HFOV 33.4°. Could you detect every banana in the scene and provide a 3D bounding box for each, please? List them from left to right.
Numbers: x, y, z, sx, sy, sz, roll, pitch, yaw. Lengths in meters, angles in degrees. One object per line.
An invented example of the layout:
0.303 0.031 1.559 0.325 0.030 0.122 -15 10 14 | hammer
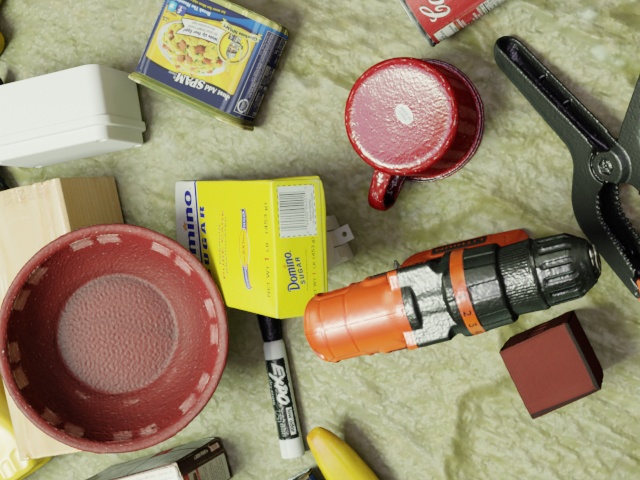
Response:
0.052 0.226 0.796 0.037 0.069 0.198 -32 70 2 | banana

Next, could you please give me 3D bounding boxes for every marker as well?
-0.032 0.110 0.839 0.020 0.020 0.121 -10 91 17 | marker

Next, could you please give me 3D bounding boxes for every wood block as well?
-0.202 0.059 0.851 0.090 0.090 0.206 -12 91 18 | wood block

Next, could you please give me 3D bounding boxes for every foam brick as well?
0.163 0.085 0.748 0.053 0.078 0.051 -27 85 15 | foam brick

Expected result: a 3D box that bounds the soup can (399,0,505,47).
0.105 -0.192 0.752 0.102 0.068 0.068 -31 85 16 | soup can

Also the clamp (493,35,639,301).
0.207 -0.061 0.713 0.165 0.036 0.210 -16 95 57 | clamp

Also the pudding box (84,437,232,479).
-0.139 0.194 0.842 0.114 0.090 0.039 -19 87 17 | pudding box

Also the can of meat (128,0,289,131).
-0.084 -0.143 0.819 0.102 0.057 0.084 26 98 13 | can of meat

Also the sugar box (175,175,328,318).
-0.055 0.001 0.771 0.177 0.048 0.093 3 96 59 | sugar box

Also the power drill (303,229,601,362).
0.098 0.028 0.706 0.185 0.187 0.057 -14 88 19 | power drill

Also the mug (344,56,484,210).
0.061 -0.077 0.765 0.093 0.081 0.117 26 101 14 | mug

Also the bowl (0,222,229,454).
-0.148 0.069 0.771 0.162 0.055 0.162 0 89 -8 | bowl
